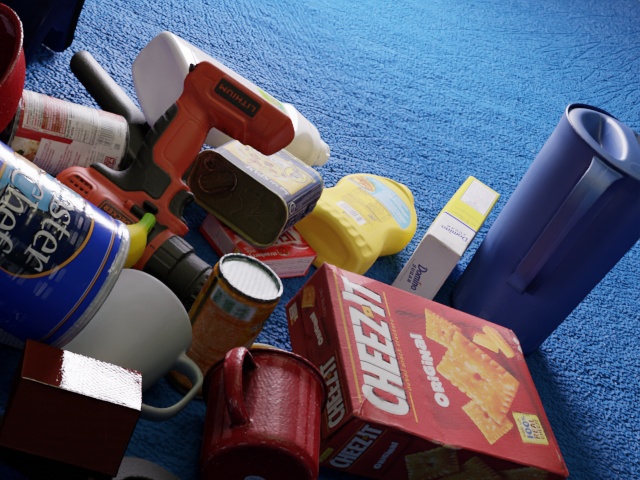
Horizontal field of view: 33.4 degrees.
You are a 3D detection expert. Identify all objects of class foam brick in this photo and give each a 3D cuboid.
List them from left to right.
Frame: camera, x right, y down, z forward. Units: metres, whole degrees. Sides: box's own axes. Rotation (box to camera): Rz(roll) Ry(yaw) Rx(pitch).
[{"bbox_3d":[-0.155,0.104,0.664,0.078,0.051,0.053,20,16,-15],"label":"foam brick"}]

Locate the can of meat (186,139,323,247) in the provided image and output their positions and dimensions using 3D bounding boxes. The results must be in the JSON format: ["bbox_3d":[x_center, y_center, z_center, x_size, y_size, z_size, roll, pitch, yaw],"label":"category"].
[{"bbox_3d":[-0.058,-0.050,0.979,0.102,0.057,0.083,35,32,11],"label":"can of meat"}]

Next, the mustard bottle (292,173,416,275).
[{"bbox_3d":[0.047,-0.024,1.097,0.096,0.058,0.191,41,31,14],"label":"mustard bottle"}]

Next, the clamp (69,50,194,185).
[{"bbox_3d":[-0.171,-0.103,1.031,0.164,0.036,0.210,24,30,-24],"label":"clamp"}]

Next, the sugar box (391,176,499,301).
[{"bbox_3d":[0.125,0.005,1.090,0.048,0.093,0.176,35,30,8],"label":"sugar box"}]

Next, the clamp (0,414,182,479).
[{"bbox_3d":[-0.145,0.167,0.655,0.171,0.039,0.120,18,33,-15],"label":"clamp"}]

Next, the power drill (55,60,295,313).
[{"bbox_3d":[-0.105,-0.045,0.892,0.184,0.057,0.187,37,72,8],"label":"power drill"}]

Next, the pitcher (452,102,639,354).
[{"bbox_3d":[0.229,-0.002,1.044,0.149,0.243,0.145,14,34,-28],"label":"pitcher"}]

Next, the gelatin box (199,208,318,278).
[{"bbox_3d":[-0.056,0.001,0.992,0.089,0.030,0.073,-5,45,-45],"label":"gelatin box"}]

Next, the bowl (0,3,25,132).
[{"bbox_3d":[-0.300,-0.119,0.871,0.162,0.162,0.055,61,3,41],"label":"bowl"}]

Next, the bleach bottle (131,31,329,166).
[{"bbox_3d":[-0.075,-0.121,1.090,0.250,0.068,0.102,23,34,-47],"label":"bleach bottle"}]

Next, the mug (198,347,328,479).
[{"bbox_3d":[-0.044,0.127,0.741,0.093,0.117,0.081,-8,38,9],"label":"mug"}]

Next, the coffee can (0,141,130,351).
[{"bbox_3d":[-0.208,-0.005,0.682,0.140,0.103,0.103,37,25,-28],"label":"coffee can"}]

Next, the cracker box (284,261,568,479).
[{"bbox_3d":[0.086,0.122,0.880,0.213,0.072,0.164,21,36,-28],"label":"cracker box"}]

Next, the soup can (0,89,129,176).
[{"bbox_3d":[-0.227,-0.089,0.933,0.102,0.069,0.068,13,35,-30],"label":"soup can"}]
